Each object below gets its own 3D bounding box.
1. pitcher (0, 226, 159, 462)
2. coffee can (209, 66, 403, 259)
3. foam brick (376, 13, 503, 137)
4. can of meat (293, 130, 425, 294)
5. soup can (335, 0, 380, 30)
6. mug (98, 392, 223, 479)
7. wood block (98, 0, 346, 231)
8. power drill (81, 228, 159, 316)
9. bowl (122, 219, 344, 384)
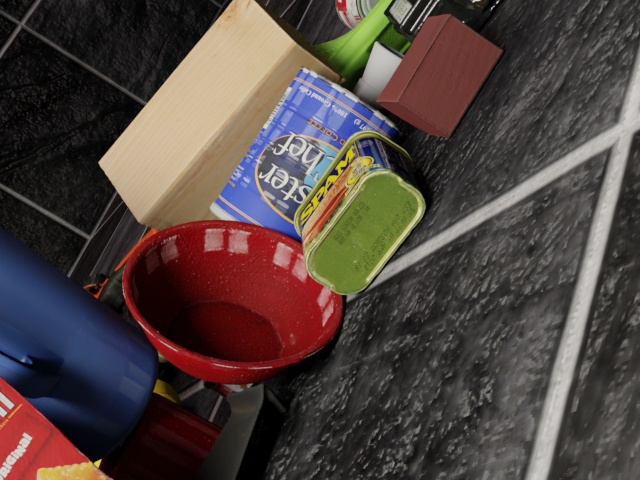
[{"bbox_3d":[-0.228,0.060,0.724,0.145,0.242,0.149,-30,36,34],"label":"pitcher"},{"bbox_3d":[-0.012,-0.057,0.885,0.140,0.102,0.103,-57,15,2],"label":"coffee can"},{"bbox_3d":[0.088,-0.122,0.794,0.078,0.051,0.053,-58,15,1],"label":"foam brick"},{"bbox_3d":[0.028,-0.019,0.775,0.102,0.057,0.084,-53,17,16],"label":"can of meat"},{"bbox_3d":[0.059,-0.251,1.120,0.068,0.068,0.102,-57,15,4],"label":"soup can"},{"bbox_3d":[-0.121,0.174,0.809,0.117,0.081,0.093,-47,18,34],"label":"mug"},{"bbox_3d":[-0.089,-0.106,0.957,0.206,0.090,0.091,-48,54,12],"label":"wood block"},{"bbox_3d":[-0.209,0.028,1.191,0.188,0.057,0.184,-52,18,8],"label":"power drill"},{"bbox_3d":[-0.066,0.054,0.783,0.162,0.162,0.055,-78,2,-53],"label":"bowl"}]
